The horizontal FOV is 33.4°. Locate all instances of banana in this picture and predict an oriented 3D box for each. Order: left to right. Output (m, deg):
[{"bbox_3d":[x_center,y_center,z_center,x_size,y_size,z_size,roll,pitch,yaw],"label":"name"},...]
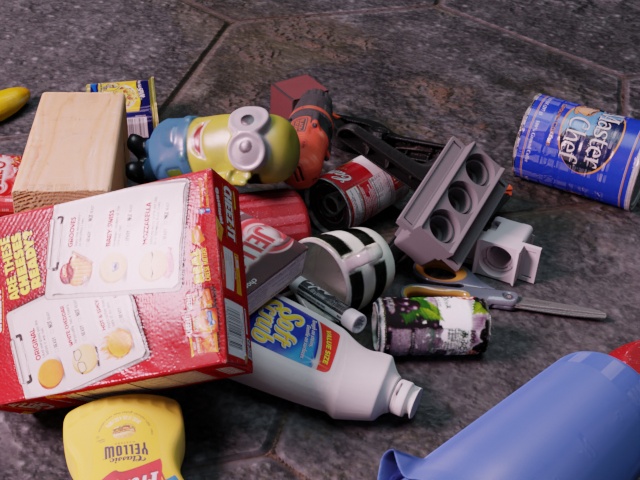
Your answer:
[{"bbox_3d":[-0.443,-0.154,1.294,0.197,0.037,0.070,-15,40,-24],"label":"banana"}]

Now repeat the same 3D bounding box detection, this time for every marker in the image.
[{"bbox_3d":[-0.004,0.052,0.998,0.020,0.020,0.121,-24,38,-33],"label":"marker"}]

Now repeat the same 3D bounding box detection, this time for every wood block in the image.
[{"bbox_3d":[-0.242,-0.063,1.060,0.090,0.091,0.206,-1,33,-5],"label":"wood block"}]

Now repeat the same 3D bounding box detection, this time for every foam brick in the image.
[{"bbox_3d":[-0.026,-0.153,1.293,0.052,0.078,0.051,-21,42,-27],"label":"foam brick"}]

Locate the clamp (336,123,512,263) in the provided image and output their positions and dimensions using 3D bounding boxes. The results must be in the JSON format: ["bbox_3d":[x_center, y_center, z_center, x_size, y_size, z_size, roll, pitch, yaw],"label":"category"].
[{"bbox_3d":[0.114,-0.057,1.147,0.209,0.036,0.164,-11,78,-32],"label":"clamp"}]

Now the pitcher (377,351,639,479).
[{"bbox_3d":[0.164,0.189,0.799,0.145,0.149,0.242,14,31,40],"label":"pitcher"}]

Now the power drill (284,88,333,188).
[{"bbox_3d":[-0.077,-0.104,1.185,0.188,0.057,0.184,-14,28,15],"label":"power drill"}]

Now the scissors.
[{"bbox_3d":[0.178,0.049,1.078,0.201,0.016,0.096,0,35,-5],"label":"scissors"}]

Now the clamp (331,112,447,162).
[{"bbox_3d":[0.067,-0.112,1.270,0.172,0.039,0.120,20,21,29],"label":"clamp"}]

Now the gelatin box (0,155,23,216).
[{"bbox_3d":[-0.348,-0.062,1.178,0.073,0.030,0.089,1,35,-2],"label":"gelatin box"}]

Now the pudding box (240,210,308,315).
[{"bbox_3d":[-0.079,0.022,0.958,0.090,0.039,0.113,27,41,22],"label":"pudding box"}]

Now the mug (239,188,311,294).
[{"bbox_3d":[-0.057,0.001,1.073,0.081,0.093,0.117,-9,62,-24],"label":"mug"}]

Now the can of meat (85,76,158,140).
[{"bbox_3d":[-0.240,-0.154,1.295,0.084,0.057,0.102,-6,36,-8],"label":"can of meat"}]

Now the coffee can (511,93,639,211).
[{"bbox_3d":[0.304,-0.102,1.226,0.140,0.103,0.102,19,38,21],"label":"coffee can"}]

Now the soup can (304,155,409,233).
[{"bbox_3d":[0.042,-0.054,1.166,0.069,0.068,0.102,31,44,33],"label":"soup can"}]

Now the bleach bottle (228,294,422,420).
[{"bbox_3d":[-0.027,0.095,0.957,0.251,0.068,0.102,19,38,18],"label":"bleach bottle"}]

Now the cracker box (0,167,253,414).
[{"bbox_3d":[-0.168,0.046,0.886,0.214,0.072,0.164,-12,71,16],"label":"cracker box"}]

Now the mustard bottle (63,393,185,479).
[{"bbox_3d":[-0.143,0.200,0.802,0.096,0.058,0.192,-4,36,-11],"label":"mustard bottle"}]
